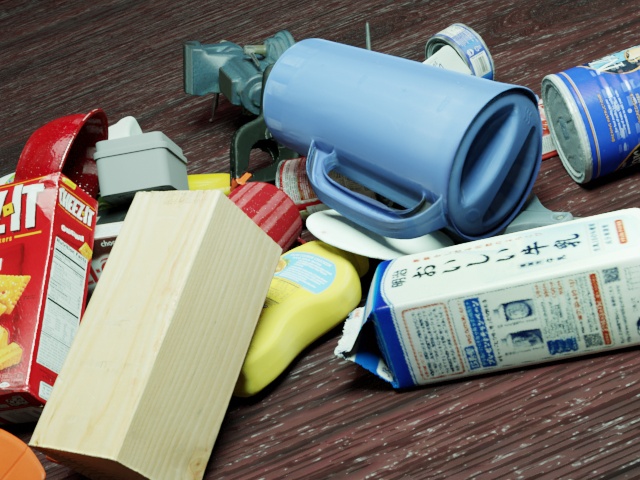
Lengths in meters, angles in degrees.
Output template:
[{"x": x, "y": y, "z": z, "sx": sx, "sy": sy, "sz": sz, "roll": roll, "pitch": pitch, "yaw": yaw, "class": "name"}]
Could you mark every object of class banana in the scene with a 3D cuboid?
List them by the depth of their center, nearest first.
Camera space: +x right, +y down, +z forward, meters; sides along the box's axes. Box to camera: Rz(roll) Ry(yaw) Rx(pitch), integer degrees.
[{"x": -0.171, "y": -0.063, "z": 1.236, "sx": 0.198, "sy": 0.037, "sz": 0.069, "roll": 8, "pitch": 38, "yaw": 44, "class": "banana"}]

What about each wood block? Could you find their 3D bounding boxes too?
[{"x": -0.115, "y": 0.074, "z": 0.780, "sx": 0.090, "sy": 0.090, "sz": 0.206, "roll": 0, "pitch": 60, "yaw": 36, "class": "wood block"}]

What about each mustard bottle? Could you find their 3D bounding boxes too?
[{"x": -0.023, "y": 0.051, "z": 0.891, "sx": 0.191, "sy": 0.058, "sz": 0.096, "roll": -38, "pitch": 33, "yaw": -31, "class": "mustard bottle"}]

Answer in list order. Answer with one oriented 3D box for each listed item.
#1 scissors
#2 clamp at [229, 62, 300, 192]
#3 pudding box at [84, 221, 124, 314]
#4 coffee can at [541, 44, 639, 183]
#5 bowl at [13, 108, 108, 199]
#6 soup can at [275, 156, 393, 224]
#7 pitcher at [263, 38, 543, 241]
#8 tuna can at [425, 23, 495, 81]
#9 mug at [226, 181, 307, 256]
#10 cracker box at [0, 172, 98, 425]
[{"x": 0.206, "y": -0.025, "z": 0.926, "sx": 0.202, "sy": 0.016, "sz": 0.096, "roll": -4, "pitch": 30, "yaw": 30, "class": "scissors"}, {"x": -0.039, "y": -0.112, "z": 1.200, "sx": 0.120, "sy": 0.039, "sz": 0.171, "roll": 26, "pitch": 63, "yaw": -1, "class": "clamp"}, {"x": -0.204, "y": 0.031, "z": 1.020, "sx": 0.114, "sy": 0.090, "sz": 0.039, "roll": -9, "pitch": 27, "yaw": 20, "class": "pudding box"}, {"x": 0.283, "y": -0.122, "z": 0.959, "sx": 0.140, "sy": 0.103, "sz": 0.103, "roll": -19, "pitch": 26, "yaw": 1, "class": "coffee can"}, {"x": -0.272, "y": -0.064, "z": 1.095, "sx": 0.055, "sy": 0.162, "sz": 0.162, "roll": 16, "pitch": 32, "yaw": 2, "class": "bowl"}, {"x": 0.015, "y": -0.055, "z": 1.058, "sx": 0.102, "sy": 0.068, "sz": 0.068, "roll": -9, "pitch": 28, "yaw": 20, "class": "soup can"}, {"x": 0.058, "y": -0.094, "z": 0.938, "sx": 0.243, "sy": 0.145, "sz": 0.148, "roll": 25, "pitch": 14, "yaw": 38, "class": "pitcher"}, {"x": 0.159, "y": -0.202, "z": 1.221, "sx": 0.033, "sy": 0.086, "sz": 0.086, "roll": -32, "pitch": 28, "yaw": -20, "class": "tuna can"}, {"x": -0.056, "y": 0.001, "z": 0.991, "sx": 0.117, "sy": 0.093, "sz": 0.081, "roll": 23, "pitch": 34, "yaw": 11, "class": "mug"}, {"x": -0.295, "y": 0.056, "z": 0.949, "sx": 0.164, "sy": 0.072, "sz": 0.213, "roll": -10, "pitch": 60, "yaw": 20, "class": "cracker box"}]
